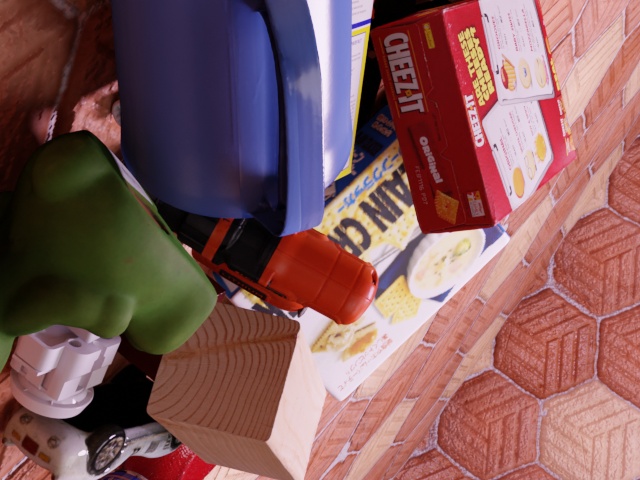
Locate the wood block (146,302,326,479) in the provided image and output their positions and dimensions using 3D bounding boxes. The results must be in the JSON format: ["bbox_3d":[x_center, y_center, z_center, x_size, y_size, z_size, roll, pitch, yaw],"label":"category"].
[{"bbox_3d":[-0.057,0.123,0.828,0.206,0.091,0.090,75,29,-68],"label":"wood block"}]

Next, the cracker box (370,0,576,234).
[{"bbox_3d":[0.130,-0.114,0.868,0.213,0.072,0.164,-32,109,-55],"label":"cracker box"}]

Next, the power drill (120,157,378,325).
[{"bbox_3d":[-0.055,0.001,0.751,0.057,0.184,0.188,-60,-178,-4],"label":"power drill"}]

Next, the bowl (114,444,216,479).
[{"bbox_3d":[-0.127,0.193,1.048,0.162,0.055,0.162,-48,162,-22],"label":"bowl"}]

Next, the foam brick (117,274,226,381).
[{"bbox_3d":[-0.118,0.061,0.832,0.052,0.051,0.078,-29,150,-54],"label":"foam brick"}]

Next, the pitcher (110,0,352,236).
[{"bbox_3d":[-0.040,-0.127,0.521,0.243,0.149,0.144,92,23,-50],"label":"pitcher"}]
